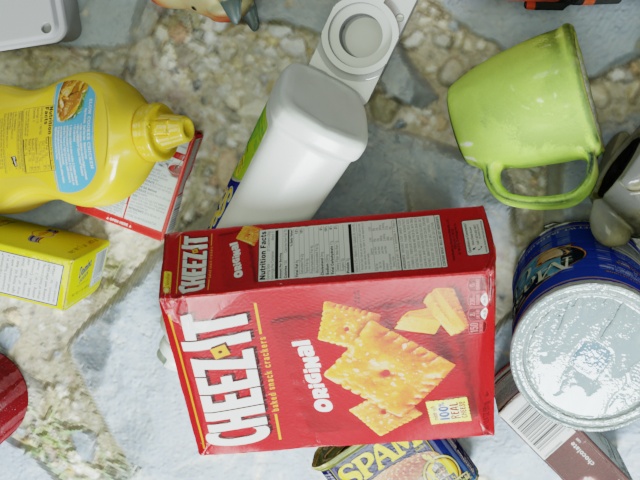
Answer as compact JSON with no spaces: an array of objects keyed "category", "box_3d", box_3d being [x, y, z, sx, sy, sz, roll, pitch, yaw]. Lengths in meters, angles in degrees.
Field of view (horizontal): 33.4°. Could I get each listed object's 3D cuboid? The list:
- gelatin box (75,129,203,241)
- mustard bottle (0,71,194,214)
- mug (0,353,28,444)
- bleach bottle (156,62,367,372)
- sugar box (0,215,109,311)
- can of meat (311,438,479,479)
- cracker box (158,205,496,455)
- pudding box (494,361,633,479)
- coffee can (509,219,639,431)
[{"category":"gelatin box","box_3d":[-0.138,-0.053,0.816,0.073,0.030,0.089,20,100,4]},{"category":"mustard bottle","box_3d":[-0.175,-0.072,0.771,0.192,0.058,0.096,-3,85,28]},{"category":"mug","box_3d":[-0.288,0.139,0.835,0.093,0.081,0.117,44,100,-2]},{"category":"bleach bottle","box_3d":[-0.055,0.001,0.763,0.068,0.102,0.251,26,117,-12]},{"category":"sugar box","box_3d":[-0.258,0.005,0.805,0.176,0.093,0.048,15,100,3]},{"category":"can of meat","box_3d":[0.059,0.173,0.818,0.102,0.057,0.084,-35,96,10]},{"category":"cracker box","box_3d":[0.010,0.067,0.724,0.213,0.072,0.164,-5,131,2]},{"category":"pudding box","box_3d":[0.177,0.142,0.783,0.039,0.090,0.113,-42,92,9]},{"category":"coffee can","box_3d":[0.183,0.054,0.735,0.103,0.140,0.103,3,108,10]}]
